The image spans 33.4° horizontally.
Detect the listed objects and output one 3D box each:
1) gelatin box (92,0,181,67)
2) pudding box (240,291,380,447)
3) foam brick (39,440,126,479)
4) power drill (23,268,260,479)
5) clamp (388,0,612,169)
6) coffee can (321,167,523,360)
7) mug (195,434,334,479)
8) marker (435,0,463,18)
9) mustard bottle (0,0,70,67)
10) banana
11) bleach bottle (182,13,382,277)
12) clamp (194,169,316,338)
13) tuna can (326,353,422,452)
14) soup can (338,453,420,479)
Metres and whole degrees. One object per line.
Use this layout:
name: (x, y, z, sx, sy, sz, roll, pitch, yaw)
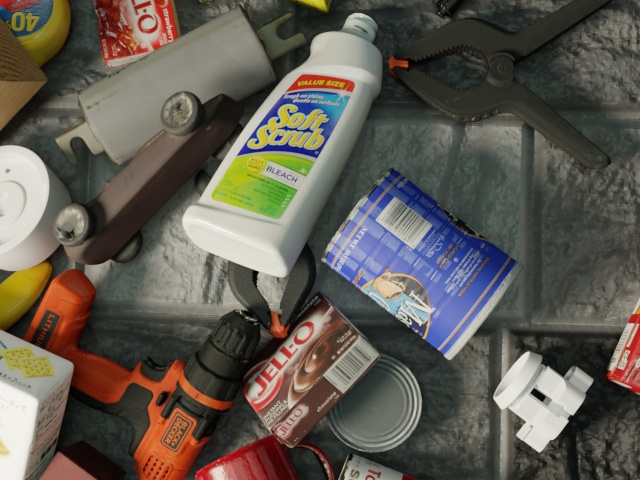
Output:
gelatin box: (-0.172, -0.213, 0.992, 0.073, 0.030, 0.089, -12, 85, 3)
pudding box: (-0.013, 0.110, 0.923, 0.113, 0.090, 0.039, -44, 124, -2)
foam brick: (-0.213, 0.215, 0.936, 0.051, 0.078, 0.053, 35, 89, 5)
power drill: (-0.162, 0.104, 0.935, 0.188, 0.057, 0.184, 32, 103, 9)
clamp: (0.168, -0.161, 0.957, 0.210, 0.036, 0.164, 11, 87, 6)
coffee can: (0.087, 0.020, 0.916, 0.140, 0.103, 0.103, 38, 89, 7)
mug: (-0.045, 0.215, 0.919, 0.117, 0.093, 0.081, -25, 79, -6)
marker: (0.148, -0.251, 0.975, 0.020, 0.020, 0.121, 41, 89, 6)
mustard bottle: (-0.280, -0.221, 0.988, 0.096, 0.058, 0.191, 1, 86, 6)
banana: (-0.337, 0.071, 0.978, 0.198, 0.037, 0.069, -14, 86, 3)
bleach bottle: (-0.019, -0.096, 0.934, 0.103, 0.068, 0.250, 20, 69, 15)
clamp: (-0.056, 0.001, 0.951, 0.120, 0.039, 0.171, -3, 69, 12)
tuna can: (0.047, 0.142, 0.943, 0.086, 0.033, 0.086, 0, 85, 4)
soup can: (0.061, 0.232, 0.918, 0.102, 0.068, 0.068, 20, 87, 7)
